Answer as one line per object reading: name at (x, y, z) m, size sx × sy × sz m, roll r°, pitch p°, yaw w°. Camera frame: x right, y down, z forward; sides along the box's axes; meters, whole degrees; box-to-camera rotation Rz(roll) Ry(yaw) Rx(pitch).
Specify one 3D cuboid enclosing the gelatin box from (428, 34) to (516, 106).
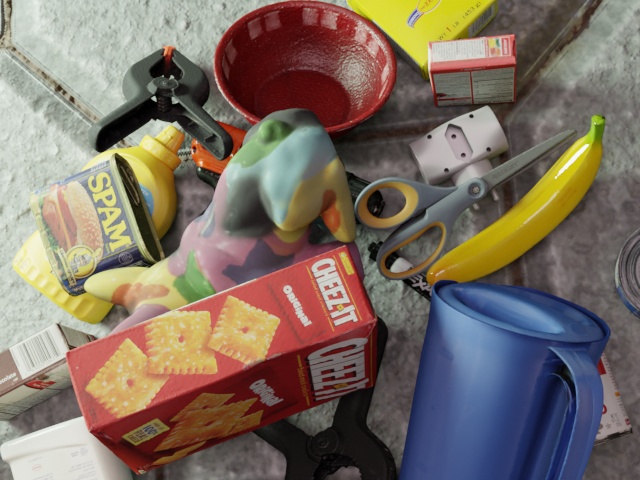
gelatin box at (0.133, -0.147, 0.928) m, size 0.073 × 0.089 × 0.030 m, roll -3°, pitch 76°, yaw 9°

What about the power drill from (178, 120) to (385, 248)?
power drill at (-0.056, 0.001, 0.949) m, size 0.184 × 0.057 × 0.187 m, roll 22°, pitch 81°, yaw 14°

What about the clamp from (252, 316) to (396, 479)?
clamp at (-0.003, 0.173, 0.882) m, size 0.164 × 0.036 × 0.210 m, roll -19°, pitch 53°, yaw 9°

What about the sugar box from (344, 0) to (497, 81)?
sugar box at (0.070, -0.241, 0.983) m, size 0.093 × 0.048 × 0.176 m, roll -43°, pitch 75°, yaw -1°

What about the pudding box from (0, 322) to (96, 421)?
pudding box at (-0.257, 0.118, 0.940) m, size 0.113 × 0.090 × 0.039 m, roll -27°, pitch 76°, yaw 3°

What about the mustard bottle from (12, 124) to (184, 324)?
mustard bottle at (-0.188, -0.025, 0.976) m, size 0.096 × 0.058 × 0.191 m, roll 35°, pitch 86°, yaw 16°

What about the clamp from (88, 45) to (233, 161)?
clamp at (-0.148, -0.122, 0.949) m, size 0.120 × 0.039 × 0.171 m, roll 3°, pitch 34°, yaw -18°

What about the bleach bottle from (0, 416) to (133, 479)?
bleach bottle at (-0.192, 0.281, 0.908) m, size 0.102 × 0.068 × 0.251 m, roll -19°, pitch 78°, yaw 10°

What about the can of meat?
can of meat at (-0.192, -0.012, 0.915) m, size 0.084 × 0.057 × 0.102 m, roll -22°, pitch 78°, yaw 5°

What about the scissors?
scissors at (0.112, -0.052, 0.905) m, size 0.096 × 0.016 × 0.202 m, roll 44°, pitch 97°, yaw -4°

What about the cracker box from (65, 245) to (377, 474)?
cracker box at (-0.065, 0.099, 0.809) m, size 0.213 × 0.164 × 0.072 m, roll -20°, pitch 67°, yaw -6°

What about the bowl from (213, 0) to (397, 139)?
bowl at (-0.014, -0.140, 0.954) m, size 0.162 × 0.055 × 0.162 m, roll 1°, pitch 55°, yaw -2°

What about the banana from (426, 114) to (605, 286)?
banana at (0.173, -0.024, 0.907) m, size 0.198 × 0.069 × 0.037 m, roll -46°, pitch 43°, yaw 5°

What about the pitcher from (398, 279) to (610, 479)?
pitcher at (0.128, 0.160, 0.801) m, size 0.145 × 0.149 × 0.243 m, roll 16°, pitch 105°, yaw 19°

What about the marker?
marker at (0.091, 0.039, 0.931) m, size 0.121 × 0.020 × 0.020 m, roll 36°, pitch 86°, yaw 15°
